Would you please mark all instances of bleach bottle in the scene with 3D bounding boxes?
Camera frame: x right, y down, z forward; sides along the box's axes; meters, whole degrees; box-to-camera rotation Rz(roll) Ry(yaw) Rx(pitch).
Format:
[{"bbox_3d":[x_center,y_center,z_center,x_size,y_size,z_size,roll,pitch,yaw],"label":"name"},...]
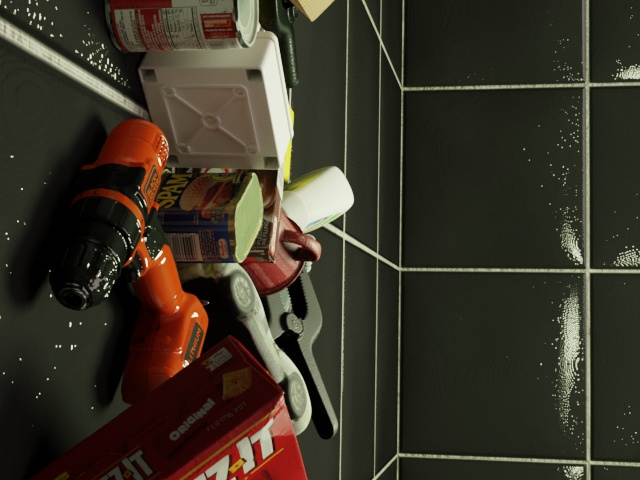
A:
[{"bbox_3d":[-0.040,-0.030,1.238,0.068,0.103,0.250,63,20,-2],"label":"bleach bottle"}]

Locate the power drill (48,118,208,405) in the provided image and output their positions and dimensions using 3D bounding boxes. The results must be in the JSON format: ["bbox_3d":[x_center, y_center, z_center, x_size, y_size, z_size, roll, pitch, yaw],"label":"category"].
[{"bbox_3d":[-0.134,0.032,0.771,0.184,0.057,0.187,-78,164,-50],"label":"power drill"}]

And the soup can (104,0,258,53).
[{"bbox_3d":[-0.104,-0.178,0.809,0.068,0.102,0.068,1,90,-79],"label":"soup can"}]

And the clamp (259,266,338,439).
[{"bbox_3d":[-0.032,0.108,1.168,0.164,0.036,0.210,40,38,-24],"label":"clamp"}]

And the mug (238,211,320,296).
[{"bbox_3d":[-0.057,0.001,1.054,0.081,0.117,0.093,56,47,-64],"label":"mug"}]

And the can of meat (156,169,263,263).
[{"bbox_3d":[-0.099,-0.019,0.891,0.102,0.084,0.057,-70,158,-61],"label":"can of meat"}]

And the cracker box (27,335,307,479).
[{"bbox_3d":[-0.089,0.192,0.745,0.164,0.072,0.214,-35,143,-20],"label":"cracker box"}]

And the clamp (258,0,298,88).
[{"bbox_3d":[-0.042,-0.239,1.146,0.171,0.039,0.120,32,59,-72],"label":"clamp"}]

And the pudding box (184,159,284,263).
[{"bbox_3d":[-0.081,-0.034,0.974,0.039,0.090,0.113,76,17,-59],"label":"pudding box"}]
